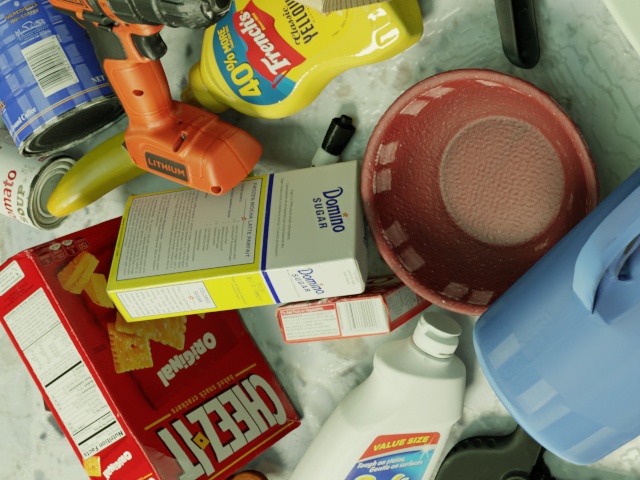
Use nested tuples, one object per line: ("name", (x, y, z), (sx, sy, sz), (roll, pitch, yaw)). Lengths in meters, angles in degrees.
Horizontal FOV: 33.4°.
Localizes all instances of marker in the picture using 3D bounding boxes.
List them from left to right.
("marker", (-0.006, -0.040, 0.788), (0.020, 0.020, 0.121), (37, 117, 17))

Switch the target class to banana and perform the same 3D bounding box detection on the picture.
("banana", (-0.133, -0.062, 0.831), (0.198, 0.037, 0.069), (-7, 56, 29))

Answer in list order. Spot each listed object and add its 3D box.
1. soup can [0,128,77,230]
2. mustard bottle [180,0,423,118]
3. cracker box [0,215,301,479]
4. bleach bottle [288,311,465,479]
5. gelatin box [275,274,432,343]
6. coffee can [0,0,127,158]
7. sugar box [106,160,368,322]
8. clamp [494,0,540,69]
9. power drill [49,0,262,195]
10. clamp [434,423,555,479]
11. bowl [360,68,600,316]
("soup can", (-0.260, -0.055, 0.900), (0.102, 0.068, 0.068), (21, 112, 23))
("mustard bottle", (-0.027, -0.140, 0.751), (0.192, 0.058, 0.096), (-26, 88, 32))
("cracker box", (-0.128, 0.087, 0.805), (0.072, 0.163, 0.214), (-35, 84, 34))
("bleach bottle", (0.031, 0.160, 0.776), (0.102, 0.068, 0.251), (14, 115, -20))
("gelatin box", (0.024, 0.047, 0.761), (0.089, 0.073, 0.030), (-9, 98, 32))
("coffee can", (-0.219, -0.150, 0.832), (0.103, 0.102, 0.140), (-29, 88, 32))
("sugar box", (-0.055, 0.001, 0.749), (0.176, 0.093, 0.048), (-6, 140, 12))
("clamp", (0.115, -0.194, 0.661), (0.171, 0.039, 0.120), (54, 129, 24))
("power drill", (-0.103, -0.117, 0.699), (0.185, 0.057, 0.187), (23, 149, 38))
("clamp", (0.154, 0.175, 0.740), (0.210, 0.036, 0.164), (-43, 79, 33))
("bowl", (0.110, -0.034, 0.702), (0.162, 0.055, 0.162), (8, 106, 28))
